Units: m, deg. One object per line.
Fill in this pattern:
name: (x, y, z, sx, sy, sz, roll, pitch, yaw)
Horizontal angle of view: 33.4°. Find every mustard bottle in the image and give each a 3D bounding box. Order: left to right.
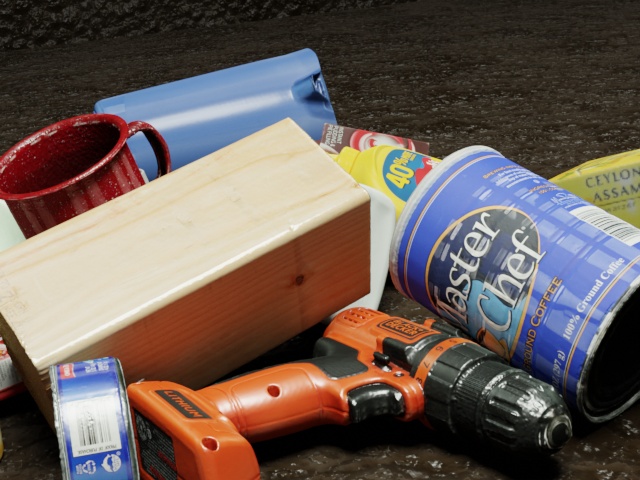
mustard bottle: (0.082, -0.027, 0.797, 0.192, 0.058, 0.096, 19, 35, 9)

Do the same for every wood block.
wood block: (-0.079, 0.024, 0.620, 0.205, 0.091, 0.090, -27, 51, -22)

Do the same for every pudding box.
pudding box: (0.037, -0.039, 0.864, 0.090, 0.039, 0.113, 10, 53, 0)

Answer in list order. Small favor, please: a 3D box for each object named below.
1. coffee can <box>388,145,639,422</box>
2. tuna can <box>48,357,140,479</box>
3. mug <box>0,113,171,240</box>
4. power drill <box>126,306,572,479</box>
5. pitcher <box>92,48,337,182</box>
coffee can: (0.123, 0.021, 0.599, 0.102, 0.103, 0.140, -20, 40, -38)
tuna can: (-0.107, 0.099, 0.510, 0.033, 0.086, 0.086, -8, 18, -14)
mug: (-0.141, -0.029, 0.678, 0.093, 0.081, 0.117, 14, 46, 41)
power drill: (0.009, 0.092, 0.552, 0.187, 0.057, 0.185, -13, 15, -31)
pitcher: (-0.112, -0.112, 1.135, 0.242, 0.149, 0.145, -13, 34, -13)
